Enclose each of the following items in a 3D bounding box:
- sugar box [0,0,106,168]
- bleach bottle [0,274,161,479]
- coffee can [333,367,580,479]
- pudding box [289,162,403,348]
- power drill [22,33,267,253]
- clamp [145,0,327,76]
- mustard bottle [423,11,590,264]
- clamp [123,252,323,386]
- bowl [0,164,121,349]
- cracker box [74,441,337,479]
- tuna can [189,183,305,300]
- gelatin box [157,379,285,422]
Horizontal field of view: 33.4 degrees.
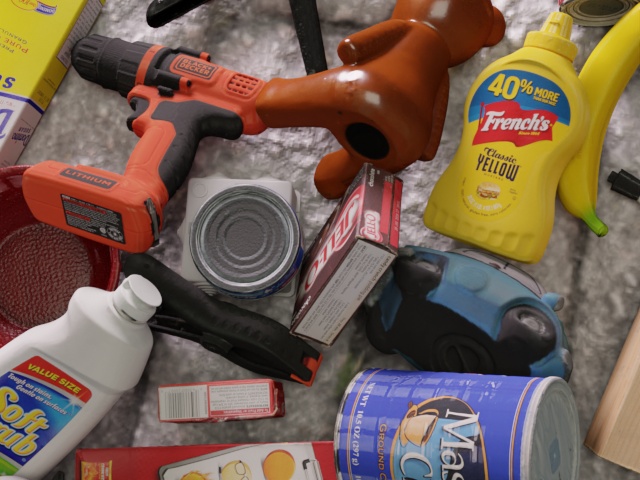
[{"bbox_3d":[-0.265,-0.153,0.898,0.093,0.048,0.176,25,81,9],"label":"sugar box"},{"bbox_3d":[-0.211,0.110,0.781,0.102,0.068,0.251,46,110,1],"label":"bleach bottle"},{"bbox_3d":[0.094,0.141,0.730,0.141,0.102,0.103,-1,77,31],"label":"coffee can"},{"bbox_3d":[0.020,0.011,0.796,0.039,0.114,0.090,23,38,-10],"label":"pudding box"},{"bbox_3d":[-0.150,-0.086,0.834,0.184,0.057,0.187,17,52,16],"label":"power drill"},{"bbox_3d":[-0.028,-0.233,0.900,0.164,0.036,0.210,30,82,10],"label":"clamp"},{"bbox_3d":[0.155,-0.084,0.828,0.096,0.058,0.191,20,91,26],"label":"mustard bottle"},{"bbox_3d":[-0.080,0.061,0.809,0.171,0.120,0.039,19,72,3],"label":"clamp"},{"bbox_3d":[-0.233,0.024,0.855,0.162,0.055,0.162,-1,79,4],"label":"bowl"},{"bbox_3d":[-0.072,0.234,0.794,0.213,0.072,0.164,-3,79,3],"label":"cracker box"},{"bbox_3d":[-0.055,0.001,0.806,0.086,0.034,0.086,-1,79,4],"label":"tuna can"},{"bbox_3d":[-0.074,0.124,0.815,0.089,0.073,0.030,-4,80,3],"label":"gelatin box"}]
